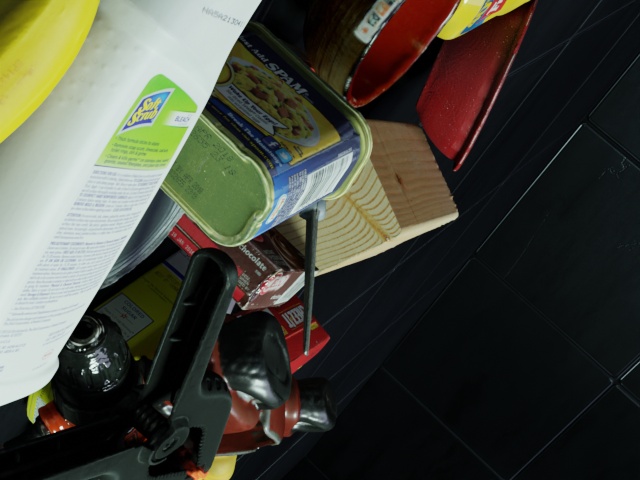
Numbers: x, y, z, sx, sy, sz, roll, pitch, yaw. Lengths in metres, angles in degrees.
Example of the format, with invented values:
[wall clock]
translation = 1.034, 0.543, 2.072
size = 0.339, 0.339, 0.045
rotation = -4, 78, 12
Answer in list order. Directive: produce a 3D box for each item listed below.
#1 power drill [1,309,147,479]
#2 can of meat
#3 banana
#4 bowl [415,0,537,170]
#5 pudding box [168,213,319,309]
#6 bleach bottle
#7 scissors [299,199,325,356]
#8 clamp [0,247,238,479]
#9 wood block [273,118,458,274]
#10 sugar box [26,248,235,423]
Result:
[power drill]
translation = -0.183, 0.127, 0.607
size = 0.187, 0.057, 0.184
rotation = -29, 152, -19
[can of meat]
translation = -0.039, -0.053, 0.518
size = 0.083, 0.102, 0.058
rotation = -32, 161, -49
[banana]
translation = -0.140, -0.042, 0.349
size = 0.197, 0.037, 0.069
rotation = -45, 152, -20
[bowl]
translation = 0.122, -0.141, 0.885
size = 0.162, 0.055, 0.162
rotation = 27, 87, -88
[pudding box]
translation = -0.054, 0.001, 0.681
size = 0.039, 0.090, 0.113
rotation = -47, 170, 5
[bleach bottle]
translation = -0.095, -0.041, 0.449
size = 0.251, 0.068, 0.102
rotation = -53, 169, 15
[scissors]
translation = -0.009, -0.027, 0.668
size = 0.096, 0.016, 0.202
rotation = 155, -57, -72
[clamp]
translation = -0.087, 0.091, 0.577
size = 0.164, 0.036, 0.210
rotation = -44, 158, -6
[wood block]
translation = 0.032, -0.035, 0.822
size = 0.090, 0.091, 0.205
rotation = -25, 176, 18
[sugar box]
translation = -0.124, 0.066, 0.756
size = 0.175, 0.048, 0.093
rotation = -36, 161, -41
